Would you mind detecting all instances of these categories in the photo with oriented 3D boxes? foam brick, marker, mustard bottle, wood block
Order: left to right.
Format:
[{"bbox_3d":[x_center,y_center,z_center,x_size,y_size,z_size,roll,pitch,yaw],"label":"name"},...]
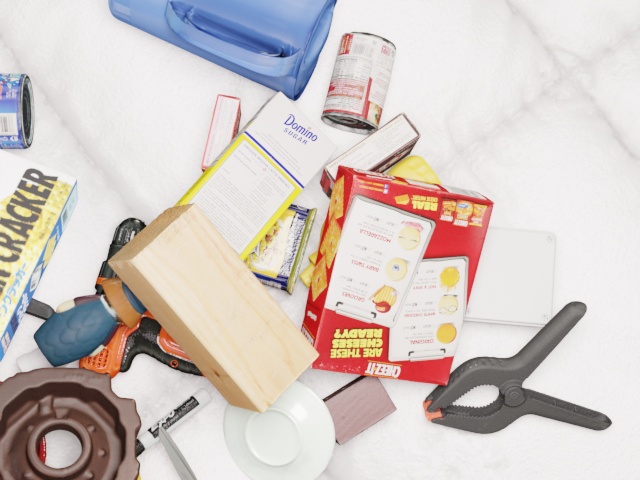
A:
[{"bbox_3d":[-0.172,0.205,1.176,0.121,0.020,0.020,-36,86,-26],"label":"marker"},{"bbox_3d":[-0.110,0.070,1.097,0.090,0.091,0.206,-44,107,-22],"label":"wood block"},{"bbox_3d":[0.039,0.186,1.193,0.078,0.053,0.051,-31,86,-7],"label":"foam brick"},{"bbox_3d":[0.058,-0.008,1.213,0.191,0.058,0.096,-35,101,-6],"label":"mustard bottle"}]

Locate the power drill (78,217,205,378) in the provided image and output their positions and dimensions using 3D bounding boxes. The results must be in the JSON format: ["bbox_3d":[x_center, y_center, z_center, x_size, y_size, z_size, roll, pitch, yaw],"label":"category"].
[{"bbox_3d":[-0.163,0.080,1.193,0.187,0.057,0.184,14,86,1],"label":"power drill"}]

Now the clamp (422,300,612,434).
[{"bbox_3d":[0.216,0.155,1.193,0.210,0.036,0.164,-10,110,2],"label":"clamp"}]

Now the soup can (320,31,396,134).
[{"bbox_3d":[0.044,-0.181,1.229,0.068,0.068,0.102,14,82,-2],"label":"soup can"}]

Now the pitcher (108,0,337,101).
[{"bbox_3d":[-0.112,-0.256,1.192,0.243,0.149,0.145,22,78,4],"label":"pitcher"}]

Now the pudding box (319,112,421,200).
[{"bbox_3d":[0.054,-0.091,1.208,0.113,0.090,0.039,-37,86,-7],"label":"pudding box"}]

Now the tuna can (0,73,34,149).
[{"bbox_3d":[-0.344,-0.144,1.194,0.033,0.086,0.086,-1,83,-5],"label":"tuna can"}]

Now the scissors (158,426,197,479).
[{"bbox_3d":[-0.139,0.307,1.172,0.096,0.016,0.201,-44,97,-1],"label":"scissors"}]

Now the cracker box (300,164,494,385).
[{"bbox_3d":[0.078,0.038,1.158,0.164,0.072,0.214,9,102,-17],"label":"cracker box"}]

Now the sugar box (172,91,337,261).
[{"bbox_3d":[-0.071,-0.067,1.158,0.093,0.048,0.176,44,69,-13],"label":"sugar box"}]

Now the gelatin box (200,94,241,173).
[{"bbox_3d":[-0.111,-0.113,1.209,0.030,0.073,0.089,11,83,-2],"label":"gelatin box"}]

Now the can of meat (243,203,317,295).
[{"bbox_3d":[-0.058,0.002,1.208,0.084,0.057,0.102,16,82,1],"label":"can of meat"}]
